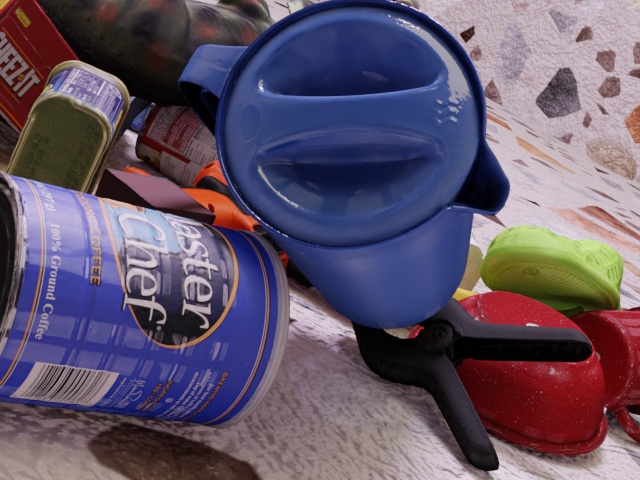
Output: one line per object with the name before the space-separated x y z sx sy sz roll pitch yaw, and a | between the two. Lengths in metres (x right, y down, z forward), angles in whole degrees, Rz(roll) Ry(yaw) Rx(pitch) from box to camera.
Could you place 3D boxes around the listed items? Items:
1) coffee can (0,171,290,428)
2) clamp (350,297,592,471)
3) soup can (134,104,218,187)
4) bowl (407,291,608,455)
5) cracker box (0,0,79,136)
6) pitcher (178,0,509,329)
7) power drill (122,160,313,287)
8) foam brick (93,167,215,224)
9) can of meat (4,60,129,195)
coffee can | -0.100 0.032 0.510 0.140 0.103 0.103 14 20 -37
clamp | 0.092 0.070 0.721 0.120 0.039 0.172 -31 49 -26
soup can | -0.099 -0.076 0.922 0.102 0.068 0.068 30 16 11
bowl | 0.147 0.084 0.783 0.162 0.055 0.162 18 24 -9
cracker box | -0.273 -0.160 0.804 0.214 0.072 0.164 34 -12 26
pitcher | 0.021 -0.030 0.624 0.243 0.145 0.149 65 6 -71
power drill | -0.055 0.001 0.774 0.185 0.057 0.187 32 15 22
foam brick | -0.109 0.004 0.633 0.053 0.078 0.051 35 18 36
can of meat | -0.168 -0.057 0.694 0.057 0.102 0.084 24 18 -13
